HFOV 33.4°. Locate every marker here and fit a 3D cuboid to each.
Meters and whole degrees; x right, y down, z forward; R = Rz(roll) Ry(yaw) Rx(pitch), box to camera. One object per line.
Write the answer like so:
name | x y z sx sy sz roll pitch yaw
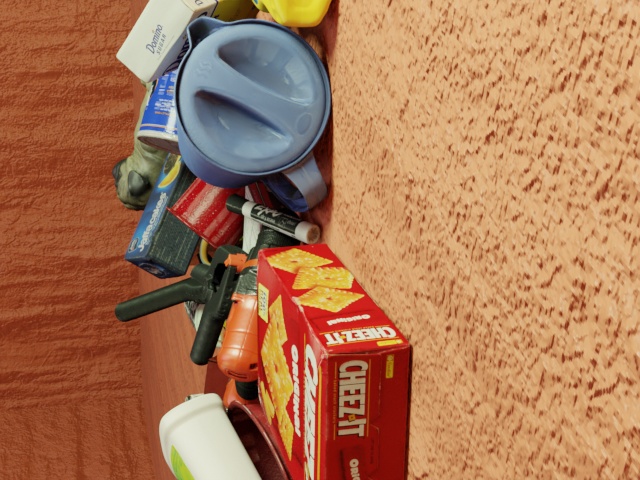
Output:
marker | -0.048 -0.022 1.013 0.121 0.020 0.020 22 120 42

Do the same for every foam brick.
foam brick | -0.089 0.153 1.187 0.078 0.053 0.051 -20 -58 -68

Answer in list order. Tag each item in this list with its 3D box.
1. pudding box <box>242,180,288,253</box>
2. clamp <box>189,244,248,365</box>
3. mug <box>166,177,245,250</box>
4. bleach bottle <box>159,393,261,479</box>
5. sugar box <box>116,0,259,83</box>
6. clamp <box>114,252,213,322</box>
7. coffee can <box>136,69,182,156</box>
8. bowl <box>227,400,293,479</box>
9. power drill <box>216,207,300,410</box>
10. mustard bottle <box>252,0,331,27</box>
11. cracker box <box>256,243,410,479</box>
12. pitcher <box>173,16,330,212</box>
pudding box | -0.057 0.001 1.143 0.090 0.039 0.113 -112 24 -53
clamp | -0.111 0.048 1.157 0.172 0.039 0.120 -54 41 48
mug | -0.115 -0.038 1.222 0.081 0.093 0.117 -51 1 -4
bleach bottle | -0.063 0.264 0.968 0.251 0.068 0.102 52 154 34
sugar box | -0.108 -0.212 0.999 0.093 0.048 0.176 -48 -1 36
clamp | -0.137 0.046 1.325 0.210 0.164 0.036 -11 109 39
coffee can | -0.145 -0.172 1.231 0.103 0.102 0.140 169 115 -77
bowl | -0.031 0.218 1.013 0.162 0.055 0.162 51 152 41
power drill | -0.058 0.083 1.062 0.188 0.057 0.184 94 -168 -57
mustard bottle | -0.035 -0.245 0.929 0.192 0.058 0.096 -127 36 -67
cracker box | 0.003 0.115 0.853 0.214 0.072 0.164 -127 35 -65
pitcher | -0.070 -0.105 1.004 0.243 0.145 0.149 161 117 -80
